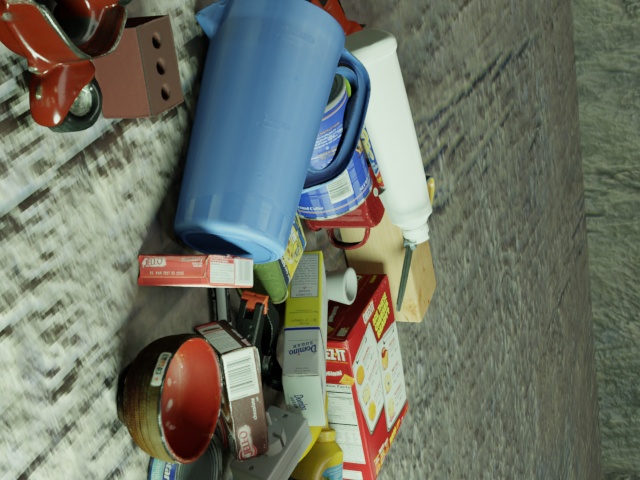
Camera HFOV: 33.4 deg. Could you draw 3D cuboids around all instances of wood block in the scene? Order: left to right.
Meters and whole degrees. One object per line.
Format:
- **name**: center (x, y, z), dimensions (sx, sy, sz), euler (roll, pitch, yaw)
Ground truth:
- **wood block**: center (0.088, 0.000, 1.427), dimensions (0.090, 0.091, 0.206), euler (-60, 144, -48)

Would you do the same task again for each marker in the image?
- **marker**: center (-0.101, 0.038, 1.071), dimensions (0.020, 0.020, 0.121), euler (-23, 112, -65)

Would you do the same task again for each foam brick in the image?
- **foam brick**: center (-0.154, -0.145, 0.896), dimensions (0.052, 0.051, 0.078), euler (-45, 131, -58)

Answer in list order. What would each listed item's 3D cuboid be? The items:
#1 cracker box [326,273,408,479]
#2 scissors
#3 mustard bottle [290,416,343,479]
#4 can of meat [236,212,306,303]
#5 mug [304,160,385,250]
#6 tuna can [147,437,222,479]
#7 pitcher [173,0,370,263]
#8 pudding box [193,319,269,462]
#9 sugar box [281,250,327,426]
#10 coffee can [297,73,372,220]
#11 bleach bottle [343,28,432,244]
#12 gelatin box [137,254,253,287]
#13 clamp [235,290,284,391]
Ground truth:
- **cracker box**: center (0.047, 0.173, 1.363), dimensions (0.164, 0.072, 0.214), euler (-53, 138, -55)
- **scissors**: center (0.111, -0.017, 1.343), dimensions (0.096, 0.016, 0.201), euler (66, 35, -42)
- **mustard bottle**: center (-0.005, 0.298, 1.261), dimensions (0.096, 0.058, 0.191), euler (6, 86, -66)
- **can of meat**: center (-0.057, 0.001, 1.127), dimensions (0.083, 0.057, 0.102), euler (-67, 149, -46)
- **mug**: center (0.031, -0.045, 1.301), dimensions (0.093, 0.082, 0.117), euler (-35, 123, -62)
- **tuna can**: center (-0.127, 0.220, 1.000), dimensions (0.086, 0.034, 0.086), euler (1, 90, -67)
- **pitcher**: center (-0.053, -0.103, 1.029), dimensions (0.145, 0.149, 0.243), euler (42, 56, -60)
- **pudding box**: center (-0.086, 0.143, 1.026), dimensions (0.039, 0.090, 0.113), euler (-11, 107, -22)
- **sugar box**: center (-0.017, 0.106, 1.171), dimensions (0.093, 0.048, 0.176), euler (84, 8, -45)
- **coffee can**: center (-0.007, -0.108, 1.182), dimensions (0.102, 0.103, 0.140), euler (-66, 148, -43)
- **bleach bottle**: center (0.079, -0.110, 1.212), dimensions (0.103, 0.068, 0.251), euler (-128, -163, -69)
- **gelatin box**: center (-0.113, 0.027, 0.974), dimensions (0.089, 0.073, 0.030), euler (8, 82, -66)
- **clamp**: center (-0.069, 0.134, 1.113), dimensions (0.120, 0.039, 0.171), euler (-69, 158, -48)
